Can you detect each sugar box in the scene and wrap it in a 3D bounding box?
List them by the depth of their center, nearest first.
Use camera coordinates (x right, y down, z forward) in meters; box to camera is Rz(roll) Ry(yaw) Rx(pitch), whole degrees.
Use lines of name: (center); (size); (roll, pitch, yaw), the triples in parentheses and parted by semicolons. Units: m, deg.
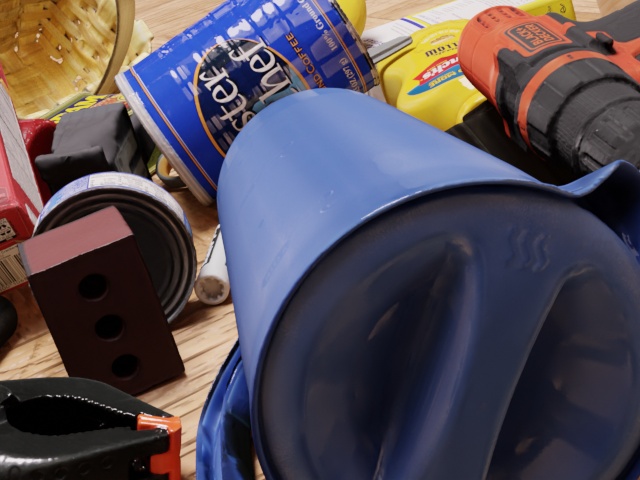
sugar box: (0.105, -0.159, 0.851); (0.176, 0.048, 0.093); (-22, 24, -5)

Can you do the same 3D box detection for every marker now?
marker: (-0.054, 0.001, 0.621); (0.020, 0.020, 0.121); (-11, 24, 9)

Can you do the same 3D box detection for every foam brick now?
foam brick: (-0.105, 0.032, 0.510); (0.053, 0.078, 0.051); (-23, 25, -13)

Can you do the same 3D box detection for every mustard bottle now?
mustard bottle: (0.096, -0.095, 0.695); (0.096, 0.058, 0.191); (-16, 24, 2)

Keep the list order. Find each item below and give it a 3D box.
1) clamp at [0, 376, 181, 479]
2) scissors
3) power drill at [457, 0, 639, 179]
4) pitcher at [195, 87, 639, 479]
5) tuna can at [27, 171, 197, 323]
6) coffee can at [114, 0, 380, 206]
clamp: (-0.142, 0.075, 0.439); (0.171, 0.039, 0.120); (4, 26, -7)
scissors: (-0.038, -0.111, 0.769); (0.202, 0.016, 0.096); (-35, 50, 1)
power drill: (0.173, -0.086, 0.488); (0.187, 0.057, 0.184); (-18, 32, -6)
pitcher: (0.016, 0.019, 0.424); (0.149, 0.145, 0.243); (-6, 18, -10)
tuna can: (-0.108, 0.008, 0.555); (0.086, 0.086, 0.034); (-17, 22, -3)
coffee can: (-0.047, -0.103, 0.694); (0.140, 0.102, 0.103); (-35, 25, 0)
